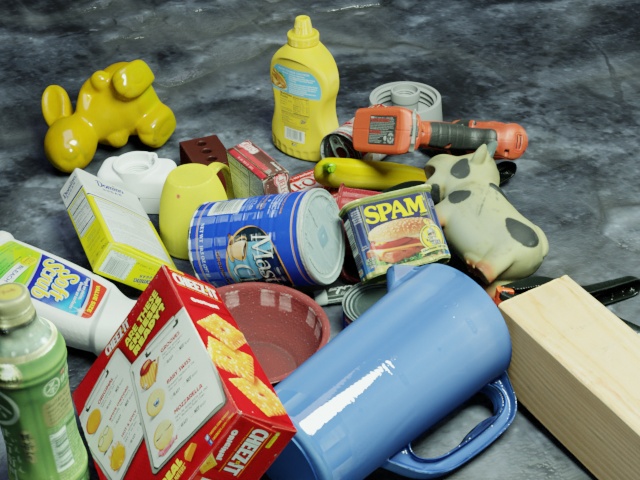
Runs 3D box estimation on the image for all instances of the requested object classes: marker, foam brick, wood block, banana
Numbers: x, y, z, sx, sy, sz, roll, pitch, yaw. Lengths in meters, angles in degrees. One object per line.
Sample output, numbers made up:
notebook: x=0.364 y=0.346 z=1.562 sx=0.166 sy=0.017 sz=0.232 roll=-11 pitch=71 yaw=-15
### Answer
marker: x=0.024 y=0.059 z=1.172 sx=0.121 sy=0.020 sz=0.020 roll=-9 pitch=35 yaw=-9
foam brick: x=-0.145 y=-0.094 z=1.372 sx=0.053 sy=0.051 sz=0.078 roll=-15 pitch=37 yaw=-19
wood block: x=0.256 y=0.136 z=0.974 sx=0.090 sy=0.091 sz=0.206 roll=-20 pitch=44 yaw=-25
banana: x=0.055 y=-0.080 z=1.317 sx=0.070 sy=0.037 sz=0.197 roll=18 pitch=13 yaw=43

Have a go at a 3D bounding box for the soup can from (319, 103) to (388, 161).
soup can: x=0.056 y=-0.130 z=1.401 sx=0.069 sy=0.068 sz=0.102 roll=22 pitch=41 yaw=30

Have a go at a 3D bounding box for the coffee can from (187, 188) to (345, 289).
coffee can: x=-0.058 y=0.001 z=1.154 sx=0.140 sy=0.103 sz=0.102 roll=-5 pitch=31 yaw=27

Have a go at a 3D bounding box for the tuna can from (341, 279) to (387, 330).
tuna can: x=0.066 y=0.079 z=1.130 sx=0.086 sy=0.034 sz=0.086 roll=-1 pitch=35 yaw=1

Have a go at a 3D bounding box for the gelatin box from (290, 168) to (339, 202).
gelatin box: x=-0.024 y=-0.050 z=1.322 sx=0.089 sy=0.030 sz=0.073 roll=-21 pitch=39 yaw=-26

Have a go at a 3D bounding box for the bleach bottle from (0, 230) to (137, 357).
bleach bottle: x=-0.267 y=0.066 z=1.142 sx=0.251 sy=0.068 sz=0.102 roll=16 pitch=38 yaw=20

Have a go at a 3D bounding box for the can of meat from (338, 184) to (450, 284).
can of meat: x=0.080 y=-0.005 z=1.137 sx=0.102 sy=0.057 sz=0.084 roll=-13 pitch=76 yaw=-15

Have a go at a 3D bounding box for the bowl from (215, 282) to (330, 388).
bowl: x=-0.070 y=0.111 z=1.072 sx=0.162 sy=0.055 sz=0.162 roll=-1 pitch=35 yaw=1

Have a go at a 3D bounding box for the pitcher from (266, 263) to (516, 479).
pitcher: x=0.060 y=0.141 z=0.974 sx=0.242 sy=0.145 sz=0.149 roll=-34 pitch=34 yaw=-32

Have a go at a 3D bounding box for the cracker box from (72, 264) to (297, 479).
cracker box: x=-0.125 y=0.149 z=0.930 sx=0.072 sy=0.164 sz=0.214 roll=26 pitch=17 yaw=-37

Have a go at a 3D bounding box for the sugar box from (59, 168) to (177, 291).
sugar box: x=-0.235 y=-0.011 z=1.228 sx=0.093 sy=0.048 sz=0.176 roll=27 pitch=14 yaw=-37

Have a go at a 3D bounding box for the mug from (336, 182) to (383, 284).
mug: x=0.056 y=-0.004 z=1.213 sx=0.081 sy=0.093 sz=0.117 roll=8 pitch=67 yaw=6

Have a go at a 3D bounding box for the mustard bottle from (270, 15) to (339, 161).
mustard bottle: x=-0.021 y=-0.202 z=1.398 sx=0.096 sy=0.192 sz=0.058 roll=22 pitch=41 yaw=30

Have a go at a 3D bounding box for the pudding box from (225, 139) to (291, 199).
pudding box: x=-0.068 y=-0.049 z=1.251 sx=0.039 sy=0.113 sz=0.090 roll=-23 pitch=40 yaw=-23

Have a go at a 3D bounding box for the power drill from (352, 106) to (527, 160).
power drill: x=0.135 y=-0.132 z=1.332 sx=0.187 sy=0.057 sz=0.185 roll=0 pitch=4 yaw=-34

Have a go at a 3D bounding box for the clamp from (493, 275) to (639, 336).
clamp: x=0.270 y=0.075 z=1.117 sx=0.171 sy=0.039 sz=0.120 roll=-1 pitch=27 yaw=-4
